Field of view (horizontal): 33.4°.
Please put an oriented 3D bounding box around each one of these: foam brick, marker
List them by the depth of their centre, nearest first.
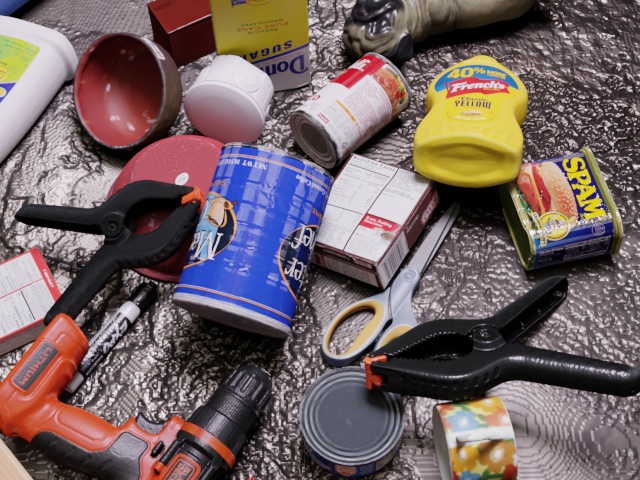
[{"bbox_3d":[-0.183,0.081,0.932,0.020,0.020,0.121,29,63,19],"label":"marker"},{"bbox_3d":[-0.132,-0.226,1.106,0.078,0.051,0.053,-26,60,-14],"label":"foam brick"}]

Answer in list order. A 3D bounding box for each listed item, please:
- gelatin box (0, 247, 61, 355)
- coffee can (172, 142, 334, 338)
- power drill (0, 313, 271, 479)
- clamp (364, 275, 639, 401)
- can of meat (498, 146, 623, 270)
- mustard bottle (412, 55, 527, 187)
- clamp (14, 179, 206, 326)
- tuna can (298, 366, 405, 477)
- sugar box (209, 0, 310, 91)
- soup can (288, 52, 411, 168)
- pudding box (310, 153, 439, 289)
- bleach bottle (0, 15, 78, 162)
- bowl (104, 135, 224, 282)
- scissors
[{"bbox_3d":[-0.275,0.058,0.944,0.089,0.030,0.073,-26,62,-14],"label":"gelatin box"},{"bbox_3d":[-0.056,0.001,0.905,0.103,0.103,0.140,15,79,11],"label":"coffee can"},{"bbox_3d":[-0.154,0.139,0.859,0.188,0.057,0.184,31,64,12],"label":"power drill"},{"bbox_3d":[0.142,0.093,0.857,0.209,0.036,0.165,-13,27,-13],"label":"clamp"},{"bbox_3d":[0.214,-0.028,0.965,0.084,0.057,0.102,-12,57,-2],"label":"can of meat"},{"bbox_3d":[0.146,-0.123,1.006,0.096,0.058,0.191,4,36,12],"label":"mustard bottle"},{"bbox_3d":[-0.178,0.005,0.921,0.171,0.039,0.120,-15,74,7],"label":"clamp"},{"bbox_3d":[0.026,0.149,0.872,0.086,0.034,0.086,-1,58,1],"label":"tuna can"},{"bbox_3d":[-0.058,-0.212,1.020,0.093,0.176,0.048,-10,56,-4],"label":"sugar box"},{"bbox_3d":[0.028,-0.124,1.026,0.102,0.068,0.069,-40,65,-20],"label":"soup can"},{"bbox_3d":[0.043,-0.020,0.969,0.090,0.039,0.113,19,57,28],"label":"pudding box"},{"bbox_3d":[-0.338,-0.102,1.030,0.103,0.068,0.250,18,62,13],"label":"bleach bottle"},{"bbox_3d":[-0.126,-0.043,0.988,0.162,0.055,0.162,-1,58,1],"label":"bowl"},{"bbox_3d":[0.087,0.051,0.942,0.201,0.016,0.096,-39,62,-20],"label":"scissors"}]
